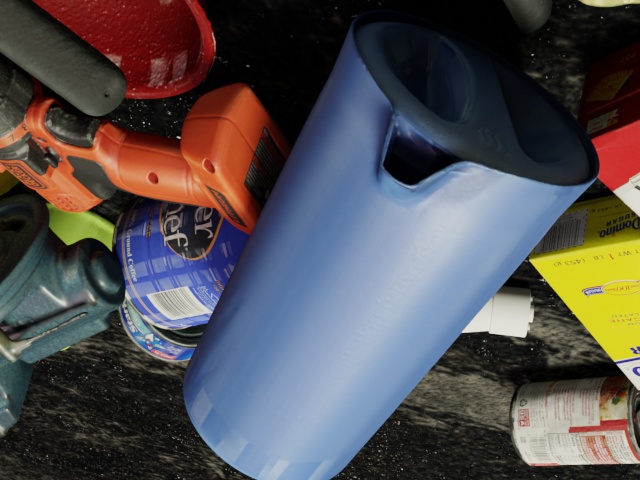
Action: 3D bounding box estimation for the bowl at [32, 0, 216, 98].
[{"bbox_3d":[-0.124,-0.143,0.562,0.162,0.055,0.162,15,156,7],"label":"bowl"}]

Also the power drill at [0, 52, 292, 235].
[{"bbox_3d":[-0.118,-0.061,0.595,0.188,0.057,0.184,12,162,23],"label":"power drill"}]

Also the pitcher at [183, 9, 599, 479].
[{"bbox_3d":[0.026,0.011,0.561,0.149,0.145,0.243,11,128,-31],"label":"pitcher"}]

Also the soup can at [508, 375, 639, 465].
[{"bbox_3d":[0.208,0.142,0.836,0.102,0.068,0.068,-11,138,37],"label":"soup can"}]

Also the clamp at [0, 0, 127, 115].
[{"bbox_3d":[-0.188,-0.133,0.437,0.165,0.036,0.209,31,175,44],"label":"clamp"}]

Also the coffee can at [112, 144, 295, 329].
[{"bbox_3d":[-0.055,0.001,0.713,0.141,0.102,0.102,-13,137,38],"label":"coffee can"}]

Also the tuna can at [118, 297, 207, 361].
[{"bbox_3d":[-0.110,0.048,0.825,0.086,0.086,0.034,29,144,-18],"label":"tuna can"}]
